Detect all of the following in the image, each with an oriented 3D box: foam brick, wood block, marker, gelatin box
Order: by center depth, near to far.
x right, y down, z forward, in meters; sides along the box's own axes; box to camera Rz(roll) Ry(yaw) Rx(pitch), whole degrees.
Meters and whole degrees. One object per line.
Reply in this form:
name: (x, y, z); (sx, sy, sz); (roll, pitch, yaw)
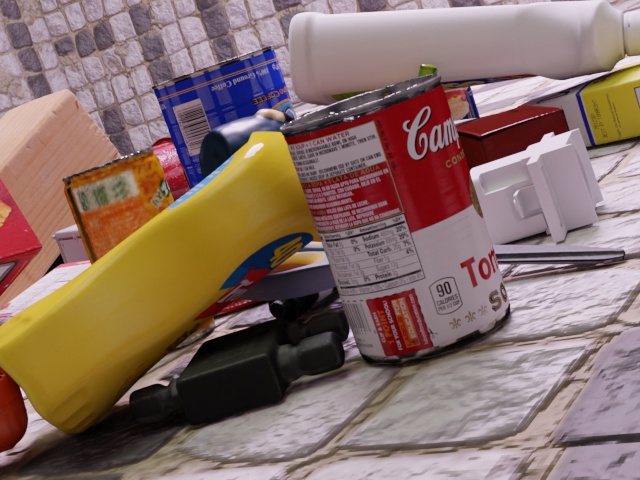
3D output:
marker: (0.010, 0.016, 0.584); (0.020, 0.020, 0.120); (-12, 12, 36)
foam brick: (0.118, -0.050, 0.647); (0.053, 0.051, 0.078); (-18, 10, -2)
gelatin box: (-0.176, 0.048, 0.699); (0.073, 0.030, 0.089); (-9, 26, 47)
wood block: (-0.263, -0.023, 0.890); (0.090, 0.090, 0.205); (-11, 36, 37)

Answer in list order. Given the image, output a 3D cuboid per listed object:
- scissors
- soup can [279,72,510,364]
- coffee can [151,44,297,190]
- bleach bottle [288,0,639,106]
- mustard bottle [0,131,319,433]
scissors: (0.033, 0.013, 0.508); (0.096, 0.016, 0.202); (-25, 20, -34)
soup can: (0.031, -0.009, 0.435); (0.068, 0.102, 0.068); (-18, 10, 3)
coffee can: (-0.062, -0.072, 0.850); (0.103, 0.140, 0.103); (-19, 10, 3)
bleach bottle: (0.110, -0.140, 0.773); (0.251, 0.068, 0.102); (-2, 2, 21)
mustard bottle: (-0.052, 0.005, 0.479); (0.191, 0.058, 0.096); (-39, -4, -9)
